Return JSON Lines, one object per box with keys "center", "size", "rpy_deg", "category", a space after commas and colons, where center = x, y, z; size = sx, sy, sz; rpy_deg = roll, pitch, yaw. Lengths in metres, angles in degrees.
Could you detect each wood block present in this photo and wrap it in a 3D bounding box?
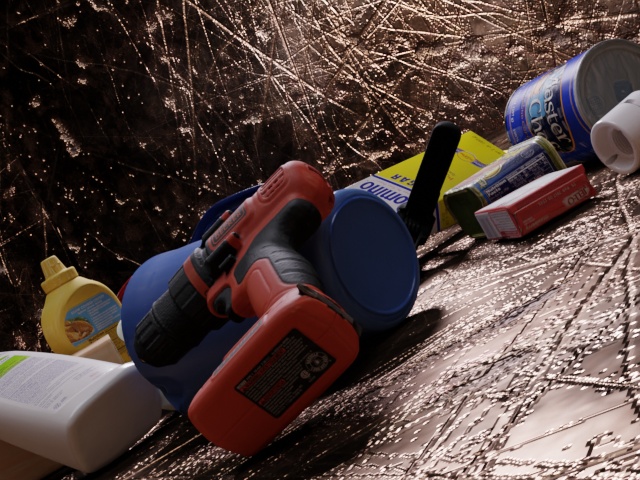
{"center": [-0.283, 0.186, 1.073], "size": [0.206, 0.090, 0.091], "rpy_deg": [-30, 3, -12], "category": "wood block"}

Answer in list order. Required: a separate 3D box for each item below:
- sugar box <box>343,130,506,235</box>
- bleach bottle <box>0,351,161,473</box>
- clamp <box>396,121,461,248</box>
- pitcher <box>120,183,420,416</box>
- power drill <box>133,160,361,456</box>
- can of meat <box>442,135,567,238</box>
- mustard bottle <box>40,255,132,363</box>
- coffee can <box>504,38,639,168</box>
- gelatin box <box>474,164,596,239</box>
{"center": [0.120, -0.055, 1.153], "size": [0.176, 0.048, 0.093], "rpy_deg": [-24, 38, -22], "category": "sugar box"}
{"center": [-0.265, 0.138, 0.970], "size": [0.251, 0.068, 0.102], "rpy_deg": [8, 33, 40], "category": "bleach bottle"}
{"center": [0.081, -0.006, 0.981], "size": [0.210, 0.036, 0.164], "rpy_deg": [86, -153, -78], "category": "clamp"}
{"center": [-0.041, 0.034, 0.852], "size": [0.243, 0.149, 0.144], "rpy_deg": [-22, 7, 44], "category": "pitcher"}
{"center": [-0.052, 0.049, 0.679], "size": [0.184, 0.057, 0.188], "rpy_deg": [-47, 27, 13], "category": "power drill"}
{"center": [0.169, -0.045, 0.978], "size": [0.084, 0.057, 0.102], "rpy_deg": [-33, 3, -10], "category": "can of meat"}
{"center": [-0.252, 0.103, 1.173], "size": [0.058, 0.191, 0.096], "rpy_deg": [-27, 4, 43], "category": "mustard bottle"}
{"center": [0.261, -0.130, 1.060], "size": [0.102, 0.103, 0.140], "rpy_deg": [-31, 3, -20], "category": "coffee can"}
{"center": [0.176, -0.029, 0.881], "size": [0.073, 0.030, 0.089], "rpy_deg": [-29, 3, -9], "category": "gelatin box"}
